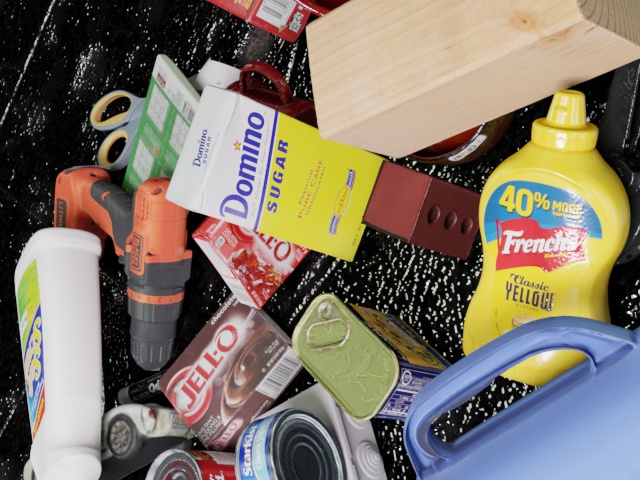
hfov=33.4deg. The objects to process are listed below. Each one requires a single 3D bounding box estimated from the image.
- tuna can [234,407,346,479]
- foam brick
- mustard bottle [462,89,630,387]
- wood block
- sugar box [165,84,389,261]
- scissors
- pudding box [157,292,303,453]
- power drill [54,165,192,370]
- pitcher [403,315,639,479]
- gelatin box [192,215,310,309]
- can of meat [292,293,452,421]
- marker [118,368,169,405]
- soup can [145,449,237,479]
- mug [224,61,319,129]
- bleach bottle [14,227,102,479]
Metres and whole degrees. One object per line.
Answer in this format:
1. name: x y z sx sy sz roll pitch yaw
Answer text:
1. tuna can: -0.020 0.164 0.761 0.034 0.086 0.086 -26 62 32
2. foam brick: 0.079 -0.022 0.798 0.051 0.078 0.053 23 97 42
3. mustard bottle: 0.150 -0.002 0.696 0.096 0.058 0.192 16 112 31
4. wood block: 0.097 -0.134 0.707 0.207 0.090 0.090 -21 69 40
5. sugar box: -0.029 -0.048 0.832 0.048 0.175 0.093 22 93 43
6. scissors: -0.171 -0.122 1.089 0.202 0.016 0.096 -1 79 41
7. pudding box: -0.076 0.112 0.911 0.113 0.039 0.090 -49 50 2
8. power drill: -0.191 0.013 1.029 0.188 0.057 0.184 24 112 45
9. pitcher: 0.178 0.117 0.632 0.243 0.149 0.145 -41 51 23
10. gelatin box: -0.056 0.001 0.887 0.030 0.089 0.073 16 58 45
11. can of meat: 0.042 0.090 0.795 0.102 0.083 0.057 43 107 40
12. marker: -0.143 0.130 0.994 0.121 0.020 0.020 -26 62 35
13. soup can: -0.082 0.206 0.863 0.069 0.102 0.068 -13 70 39
14. mug: -0.041 -0.096 0.907 0.082 0.093 0.117 22 130 38
15. bleach bottle: -0.225 0.118 0.938 0.103 0.068 0.251 -50 43 43
